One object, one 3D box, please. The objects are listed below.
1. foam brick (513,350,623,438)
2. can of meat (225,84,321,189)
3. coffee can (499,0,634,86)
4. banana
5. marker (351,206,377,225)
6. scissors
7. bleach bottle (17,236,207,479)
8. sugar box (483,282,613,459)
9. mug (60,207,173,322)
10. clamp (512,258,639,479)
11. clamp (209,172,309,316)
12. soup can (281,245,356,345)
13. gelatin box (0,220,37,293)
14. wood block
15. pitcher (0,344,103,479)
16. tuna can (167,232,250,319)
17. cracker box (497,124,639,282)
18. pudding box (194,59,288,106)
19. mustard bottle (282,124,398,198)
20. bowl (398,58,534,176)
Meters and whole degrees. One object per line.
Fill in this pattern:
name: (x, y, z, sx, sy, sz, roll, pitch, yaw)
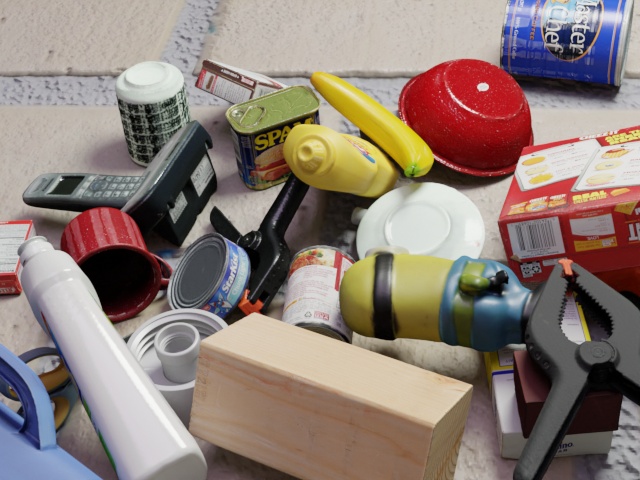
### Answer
foam brick: (0.196, 0.120, 0.851, 0.078, 0.051, 0.053, -5, 46, 3)
can of meat: (-0.048, -0.113, 1.180, 0.102, 0.084, 0.057, -21, 44, -15)
coffee can: (0.292, -0.241, 1.262, 0.140, 0.103, 0.102, 9, 44, 17)
banana: (0.063, -0.122, 1.136, 0.037, 0.069, 0.198, -51, 51, 9)
marker: (0.089, -0.010, 1.096, 0.121, 0.020, 0.020, 18, 47, 25)
scissors: (-0.209, 0.125, 0.976, 0.016, 0.096, 0.201, 20, 17, 35)
bleach bottle: (-0.186, 0.101, 0.894, 0.068, 0.102, 0.251, -29, 65, -15)
sugar box: (0.192, 0.107, 0.935, 0.093, 0.048, 0.176, -4, 46, 4)
mug: (-0.201, 0.022, 1.058, 0.117, 0.093, 0.081, 10, 29, -29)
clamp: (0.220, 0.098, 0.805, 0.164, 0.036, 0.210, -3, 46, 6)
clamp: (-0.057, 0.001, 1.068, 0.120, 0.039, 0.171, -33, 41, 21)
soup can: (-0.001, 0.064, 0.991, 0.068, 0.068, 0.102, 0, 43, 7)
gelatin box: (-0.341, 0.018, 1.114, 0.073, 0.030, 0.089, -3, 42, 2)
wood block: (0.006, 0.139, 0.870, 0.206, 0.090, 0.090, 16, 19, 23)
pitcher: (-0.262, 0.184, 0.841, 0.243, 0.149, 0.144, 25, 51, 26)
tuna can: (-0.107, 0.038, 1.026, 0.086, 0.033, 0.086, -30, 44, 33)
cracker box: (0.265, -0.040, 0.998, 0.164, 0.072, 0.213, -10, 19, 21)
pudding box: (-0.076, -0.173, 1.244, 0.090, 0.039, 0.113, 26, 11, 32)
mustard bottle: (0.014, -0.080, 1.071, 0.096, 0.058, 0.191, 32, 9, 15)
bowl: (0.169, -0.148, 1.171, 0.162, 0.055, 0.162, 9, 50, -12)
